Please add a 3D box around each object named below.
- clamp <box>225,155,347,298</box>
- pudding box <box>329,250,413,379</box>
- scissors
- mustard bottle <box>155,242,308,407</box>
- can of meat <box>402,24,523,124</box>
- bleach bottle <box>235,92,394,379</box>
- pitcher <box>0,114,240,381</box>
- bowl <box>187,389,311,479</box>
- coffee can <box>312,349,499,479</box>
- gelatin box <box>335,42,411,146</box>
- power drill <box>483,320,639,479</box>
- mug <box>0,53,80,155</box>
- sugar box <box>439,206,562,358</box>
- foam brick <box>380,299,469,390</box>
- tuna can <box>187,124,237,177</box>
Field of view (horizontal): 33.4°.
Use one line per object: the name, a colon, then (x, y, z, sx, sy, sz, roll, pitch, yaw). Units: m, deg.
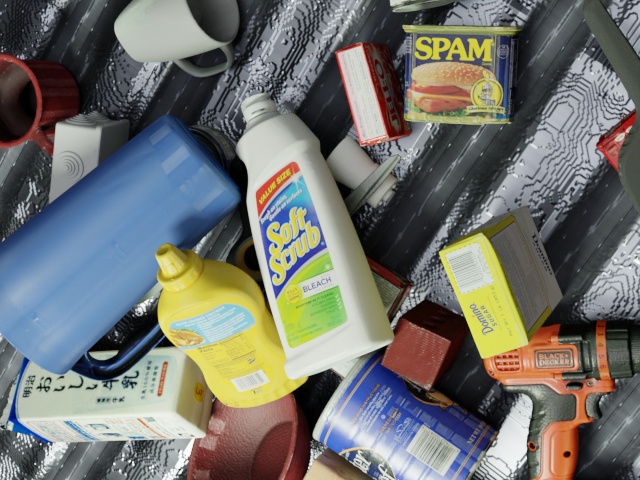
clamp: (-0.057, 0.001, 1.043, 0.120, 0.039, 0.172, 31, 108, 15)
pudding box: (0.022, 0.064, 1.024, 0.090, 0.039, 0.114, 34, 107, 15)
scissors: (-0.012, -0.016, 0.995, 0.096, 0.016, 0.202, 32, 108, 12)
mustard bottle: (-0.092, 0.072, 0.970, 0.096, 0.058, 0.191, -19, 129, 19)
can of meat: (0.123, -0.147, 0.940, 0.102, 0.057, 0.084, 6, 103, 21)
bleach bottle: (-0.023, -0.010, 0.959, 0.103, 0.068, 0.251, -26, 79, 26)
pitcher: (-0.187, 0.007, 0.986, 0.243, 0.149, 0.145, -41, 63, 1)
bowl: (-0.060, 0.211, 1.045, 0.162, 0.055, 0.162, -31, 45, 36)
coffee can: (0.079, 0.179, 0.984, 0.140, 0.102, 0.103, 33, 109, 13)
gelatin box: (0.049, -0.132, 0.961, 0.030, 0.073, 0.089, -15, 93, 23)
power drill: (0.243, 0.163, 0.944, 0.185, 0.057, 0.188, -4, 95, 22)
mug: (-0.293, -0.135, 1.091, 0.093, 0.081, 0.117, -44, 82, 22)
sugar box: (0.154, 0.030, 0.891, 0.048, 0.176, 0.093, -21, 90, 21)
foam brick: (0.097, 0.094, 0.977, 0.053, 0.078, 0.051, 26, 108, 16)
tuna can: (-0.125, -0.071, 1.061, 0.086, 0.033, 0.086, 4, 100, 21)
